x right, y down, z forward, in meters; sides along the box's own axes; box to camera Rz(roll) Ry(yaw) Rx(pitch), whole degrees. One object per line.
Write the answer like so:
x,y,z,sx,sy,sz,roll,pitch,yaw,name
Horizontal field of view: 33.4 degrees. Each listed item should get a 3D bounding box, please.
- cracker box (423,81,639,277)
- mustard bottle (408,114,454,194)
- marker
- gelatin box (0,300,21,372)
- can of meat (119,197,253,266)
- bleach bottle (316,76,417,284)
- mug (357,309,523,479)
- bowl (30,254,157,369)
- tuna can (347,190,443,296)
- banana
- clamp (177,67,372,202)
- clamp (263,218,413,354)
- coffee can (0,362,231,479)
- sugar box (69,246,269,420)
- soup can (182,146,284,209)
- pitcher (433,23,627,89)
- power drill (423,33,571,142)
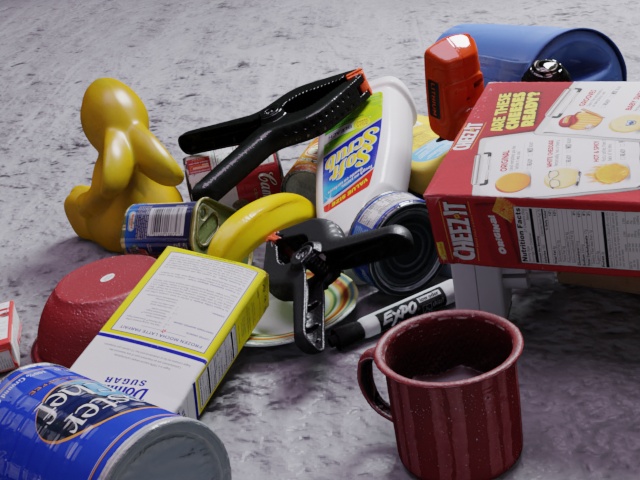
0.203,-0.046,0.759,0.214,0.072,0.164,3,37,27,cracker box
0.125,-0.082,1.100,0.096,0.058,0.192,-22,26,-22,mustard bottle
0.059,0.060,0.857,0.121,0.020,0.020,-21,26,-22,marker
-0.299,0.090,0.925,0.073,0.030,0.089,-16,24,-8,gelatin box
-0.122,-0.003,0.986,0.084,0.057,0.102,0,-12,27,can of meat
0.045,-0.055,1.017,0.103,0.068,0.250,-21,36,19,bleach bottle
0.075,0.100,0.683,0.117,0.081,0.093,6,28,32,mug
-0.176,0.056,0.919,0.162,0.055,0.162,-9,23,4,bowl
0.066,0.003,0.900,0.086,0.086,0.034,-22,28,-24,tuna can
-0.051,-0.011,0.975,0.037,0.070,0.197,40,35,14,banana
-0.050,-0.115,1.066,0.210,0.036,0.165,-30,29,-5,clamp
0.006,0.016,0.858,0.120,0.039,0.172,-39,29,-2,clamp
-0.139,0.141,0.654,0.141,0.103,0.102,12,32,41,coffee can
-0.114,0.079,0.807,0.093,0.048,0.176,13,42,18,sugar box
-0.091,-0.067,1.144,0.102,0.068,0.068,-12,24,-3,soup can
0.212,-0.186,1.206,0.145,0.149,0.243,-36,26,-11,pitcher
0.160,-0.110,0.948,0.057,0.184,0.188,-22,43,-14,power drill
